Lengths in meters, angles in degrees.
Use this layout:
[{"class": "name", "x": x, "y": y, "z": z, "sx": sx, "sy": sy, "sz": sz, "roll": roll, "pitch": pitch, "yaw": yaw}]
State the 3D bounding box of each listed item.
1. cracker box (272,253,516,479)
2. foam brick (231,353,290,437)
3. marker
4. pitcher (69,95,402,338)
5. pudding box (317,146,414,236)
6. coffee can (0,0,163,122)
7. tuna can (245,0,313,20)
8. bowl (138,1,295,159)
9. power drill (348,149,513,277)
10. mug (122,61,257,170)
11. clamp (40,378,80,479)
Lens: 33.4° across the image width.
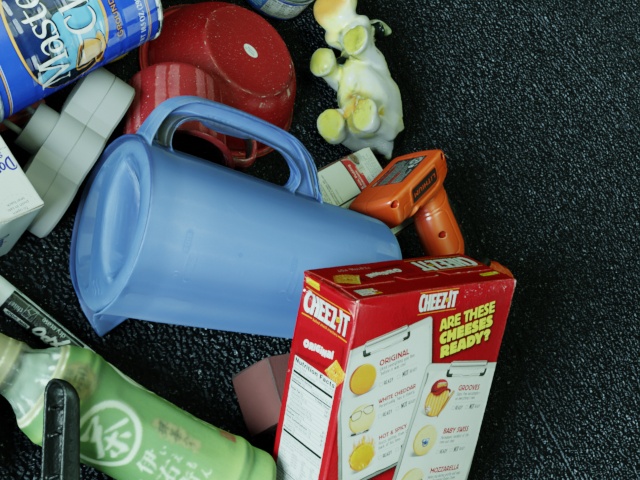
[{"class": "cracker box", "x": 0.049, "y": 0.123, "z": 0.808, "sx": 0.163, "sy": 0.072, "sz": 0.214, "roll": -5, "pitch": 112, "yaw": -40}, {"class": "foam brick", "x": -0.020, "y": 0.120, "z": 0.847, "sx": 0.078, "sy": 0.053, "sz": 0.051, "roll": -3, "pitch": 69, "yaw": -39}, {"class": "marker", "x": -0.189, "y": 0.070, "z": 0.765, "sx": 0.121, "sy": 0.020, "sz": 0.020, "roll": 41, "pitch": 47, "yaw": -13}, {"class": "pitcher", "x": -0.055, "y": 0.001, "z": 0.820, "sx": 0.242, "sy": 0.149, "sz": 0.145, "roll": 14, "pitch": 54, "yaw": -33}, {"class": "pudding box", "x": 0.025, "y": -0.027, "z": 0.975, "sx": 0.113, "sy": 0.039, "sz": 0.090, "roll": -31, "pitch": 89, "yaw": -42}, {"class": "coffee can", "x": -0.198, "y": -0.158, "z": 0.755, "sx": 0.140, "sy": 0.103, "sz": 0.103, "roll": -35, "pitch": 90, "yaw": -24}, {"class": "tuna can", "x": -0.043, "y": -0.261, "z": 1.054, "sx": 0.086, "sy": 0.034, "sz": 0.086, "roll": 18, "pitch": 56, "yaw": -30}, {"class": "bowl", "x": -0.078, "y": -0.156, "z": 0.953, "sx": 0.161, "sy": 0.055, "sz": 0.162, "roll": 19, "pitch": 56, "yaw": -30}, {"class": "power drill", "x": 0.096, "y": 0.028, "z": 0.956, "sx": 0.184, "sy": 0.057, "sz": 0.187, "roll": -48, "pitch": 120, "yaw": -43}, {"class": "mug", "x": -0.107, "y": -0.087, "z": 0.863, "sx": 0.117, "sy": 0.093, "sz": 0.081, "roll": 7, "pitch": 53, "yaw": -20}, {"class": "clamp", "x": -0.166, "y": 0.175, "z": 0.669, "sx": 0.120, "sy": 0.039, "sz": 0.171, "roll": -44, "pitch": 123, "yaw": -28}]
